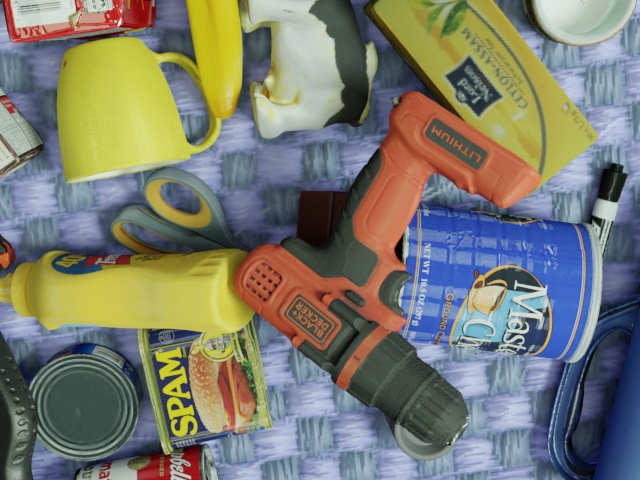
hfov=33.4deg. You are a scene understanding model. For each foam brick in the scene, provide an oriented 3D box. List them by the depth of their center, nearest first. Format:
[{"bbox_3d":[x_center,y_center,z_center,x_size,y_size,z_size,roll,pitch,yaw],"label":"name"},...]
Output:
[{"bbox_3d":[0.016,0.003,0.782,0.051,0.053,0.078,3,94,-27],"label":"foam brick"}]

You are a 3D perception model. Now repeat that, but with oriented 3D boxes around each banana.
[{"bbox_3d":[-0.080,-0.184,0.739,0.037,0.070,0.198,-13,95,-8],"label":"banana"}]

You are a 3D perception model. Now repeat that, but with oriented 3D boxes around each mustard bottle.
[{"bbox_3d":[-0.147,0.036,0.770,0.192,0.096,0.058,-1,98,16],"label":"mustard bottle"}]

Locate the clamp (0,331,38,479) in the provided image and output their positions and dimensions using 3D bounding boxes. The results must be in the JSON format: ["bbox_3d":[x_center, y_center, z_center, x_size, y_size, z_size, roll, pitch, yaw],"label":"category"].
[{"bbox_3d":[-0.256,0.171,0.811,0.165,0.036,0.210,-12,88,34],"label":"clamp"}]

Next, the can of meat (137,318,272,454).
[{"bbox_3d":[-0.086,0.103,0.810,0.084,0.057,0.102,-11,101,-2],"label":"can of meat"}]

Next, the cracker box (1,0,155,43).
[{"bbox_3d":[-0.153,-0.210,0.665,0.072,0.214,0.164,-8,102,-2],"label":"cracker box"}]

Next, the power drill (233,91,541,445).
[{"bbox_3d":[0.058,0.014,0.691,0.184,0.057,0.188,37,95,15],"label":"power drill"}]

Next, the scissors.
[{"bbox_3d":[-0.055,0.001,0.793,0.201,0.016,0.096,14,132,-4],"label":"scissors"}]

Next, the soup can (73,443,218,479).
[{"bbox_3d":[-0.132,0.199,0.821,0.102,0.068,0.068,-11,101,1],"label":"soup can"}]

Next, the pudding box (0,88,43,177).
[{"bbox_3d":[-0.249,-0.095,0.749,0.039,0.090,0.113,-37,100,5],"label":"pudding box"}]

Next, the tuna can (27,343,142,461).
[{"bbox_3d":[-0.181,0.124,0.822,0.086,0.034,0.086,0,101,-1],"label":"tuna can"}]

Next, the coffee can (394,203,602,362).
[{"bbox_3d":[0.121,0.030,0.777,0.140,0.103,0.103,7,101,-3],"label":"coffee can"}]
